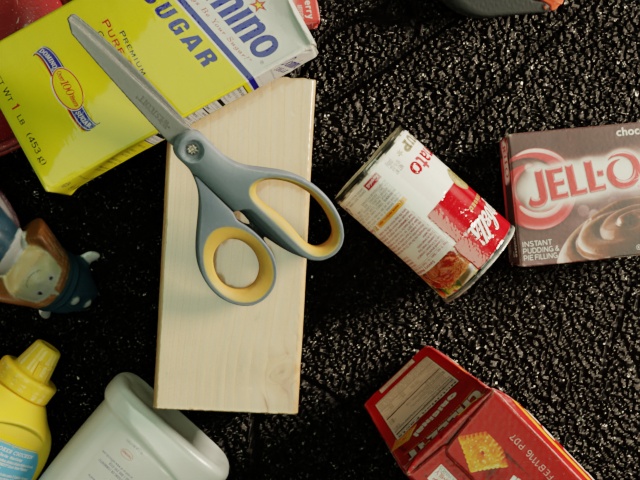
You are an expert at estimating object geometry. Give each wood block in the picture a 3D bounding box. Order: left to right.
[{"bbox_3d":[-0.054,0.001,0.691,0.091,0.090,0.206,3,91,-3],"label":"wood block"}]

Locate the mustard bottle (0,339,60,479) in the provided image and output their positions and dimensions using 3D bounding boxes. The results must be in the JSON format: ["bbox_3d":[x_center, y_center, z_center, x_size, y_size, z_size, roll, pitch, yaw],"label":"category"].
[{"bbox_3d":[-0.230,0.146,0.685,0.191,0.058,0.096,-54,135,-2],"label":"mustard bottle"}]

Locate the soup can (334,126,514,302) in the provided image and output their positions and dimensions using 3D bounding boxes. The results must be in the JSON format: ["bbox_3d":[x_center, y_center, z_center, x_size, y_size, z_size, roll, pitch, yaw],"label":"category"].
[{"bbox_3d":[0.068,-0.018,0.708,0.102,0.068,0.068,42,88,-2],"label":"soup can"}]

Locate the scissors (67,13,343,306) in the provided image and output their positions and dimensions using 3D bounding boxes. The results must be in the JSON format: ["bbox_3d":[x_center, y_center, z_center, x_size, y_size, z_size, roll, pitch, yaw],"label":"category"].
[{"bbox_3d":[-0.078,-0.033,0.606,0.201,0.016,0.096,31,100,-21],"label":"scissors"}]

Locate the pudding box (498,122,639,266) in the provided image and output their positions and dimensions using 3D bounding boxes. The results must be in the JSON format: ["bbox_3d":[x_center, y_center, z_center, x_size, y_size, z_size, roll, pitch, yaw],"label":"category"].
[{"bbox_3d":[0.182,-0.032,0.728,0.113,0.039,0.090,-6,90,-3],"label":"pudding box"}]

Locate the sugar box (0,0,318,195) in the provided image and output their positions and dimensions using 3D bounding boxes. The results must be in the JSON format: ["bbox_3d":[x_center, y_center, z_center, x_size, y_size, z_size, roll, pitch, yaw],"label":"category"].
[{"bbox_3d":[-0.100,-0.108,0.621,0.176,0.048,0.093,-29,89,5],"label":"sugar box"}]

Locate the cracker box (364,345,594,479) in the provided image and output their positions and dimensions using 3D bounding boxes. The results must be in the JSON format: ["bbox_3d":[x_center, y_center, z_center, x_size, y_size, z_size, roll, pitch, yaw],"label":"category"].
[{"bbox_3d":[0.115,0.149,0.638,0.164,0.214,0.072,45,88,-3],"label":"cracker box"}]

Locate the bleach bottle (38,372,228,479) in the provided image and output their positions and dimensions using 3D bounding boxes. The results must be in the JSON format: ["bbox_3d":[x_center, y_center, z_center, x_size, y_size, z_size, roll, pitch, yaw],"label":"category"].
[{"bbox_3d":[-0.177,0.212,0.700,0.102,0.068,0.251,42,90,-3],"label":"bleach bottle"}]
